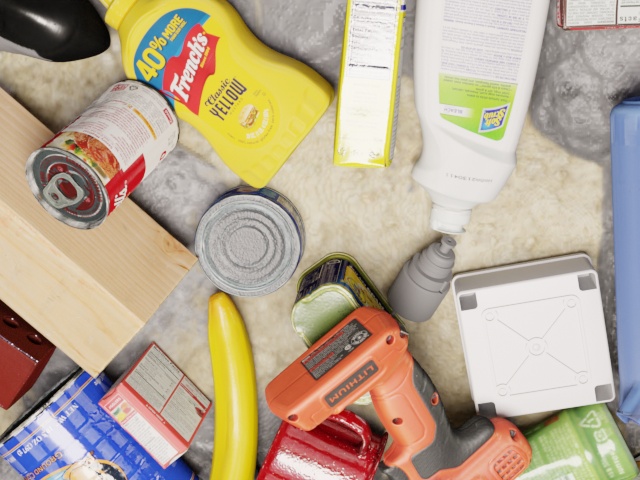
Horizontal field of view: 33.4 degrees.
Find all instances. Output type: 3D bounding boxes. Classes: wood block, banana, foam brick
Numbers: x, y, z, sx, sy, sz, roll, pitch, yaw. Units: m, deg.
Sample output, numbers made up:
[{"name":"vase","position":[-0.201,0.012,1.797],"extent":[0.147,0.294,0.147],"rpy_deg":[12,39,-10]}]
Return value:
[{"name":"wood block","position":[-0.210,-0.007,0.810],"extent":[0.206,0.090,0.090],"rpy_deg":[41,130,-6]},{"name":"banana","position":[-0.072,0.142,0.853],"extent":[0.037,0.069,0.198],"rpy_deg":[0,80,13]},{"name":"foam brick","position":[-0.248,0.081,0.811],"extent":[0.078,0.053,0.051],"rpy_deg":[35,104,-4]}]

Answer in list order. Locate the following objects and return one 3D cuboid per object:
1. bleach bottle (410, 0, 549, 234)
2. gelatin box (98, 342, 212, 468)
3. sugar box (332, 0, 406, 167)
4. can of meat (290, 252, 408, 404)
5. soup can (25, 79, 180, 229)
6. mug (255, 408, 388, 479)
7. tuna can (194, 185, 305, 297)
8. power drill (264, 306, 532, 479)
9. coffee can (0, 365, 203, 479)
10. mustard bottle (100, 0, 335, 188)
[{"name":"bleach bottle","position":[0.106,-0.129,0.781],"extent":[0.102,0.068,0.251],"rpy_deg":[9,106,3]},{"name":"gelatin box","position":[-0.129,0.130,0.849],"extent":[0.030,0.089,0.073],"rpy_deg":[-42,96,16]},{"name":"sugar box","position":[0.038,-0.145,0.767],"extent":[0.048,0.093,0.176],"rpy_deg":[3,103,4]},{"name":"can of meat","position":[0.023,0.068,0.824],"extent":[0.057,0.084,0.102],"rpy_deg":[-35,98,11]},{"name":"soup can","position":[-0.155,-0.064,0.773],"extent":[0.069,0.102,0.068],"rpy_deg":[16,133,18]},{"name":"mug","position":[0.002,0.171,0.843],"extent":[0.081,0.093,0.117],"rpy_deg":[24,135,4]},{"name":"tuna can","position":[-0.056,0.001,0.840],"extent":[0.086,0.033,0.086],"rpy_deg":[1,104,5]},{"name":"power drill","position":[0.043,0.155,0.766],"extent":[0.184,0.057,0.187],"rpy_deg":[-41,116,-7]},{"name":"coffee can","position":[-0.177,0.180,0.859],"extent":[0.103,0.102,0.140],"rpy_deg":[-39,97,12]},{"name":"mustard bottle","position":[-0.090,-0.133,0.798],"extent":[0.191,0.058,0.096],"rpy_deg":[39,114,-4]}]
